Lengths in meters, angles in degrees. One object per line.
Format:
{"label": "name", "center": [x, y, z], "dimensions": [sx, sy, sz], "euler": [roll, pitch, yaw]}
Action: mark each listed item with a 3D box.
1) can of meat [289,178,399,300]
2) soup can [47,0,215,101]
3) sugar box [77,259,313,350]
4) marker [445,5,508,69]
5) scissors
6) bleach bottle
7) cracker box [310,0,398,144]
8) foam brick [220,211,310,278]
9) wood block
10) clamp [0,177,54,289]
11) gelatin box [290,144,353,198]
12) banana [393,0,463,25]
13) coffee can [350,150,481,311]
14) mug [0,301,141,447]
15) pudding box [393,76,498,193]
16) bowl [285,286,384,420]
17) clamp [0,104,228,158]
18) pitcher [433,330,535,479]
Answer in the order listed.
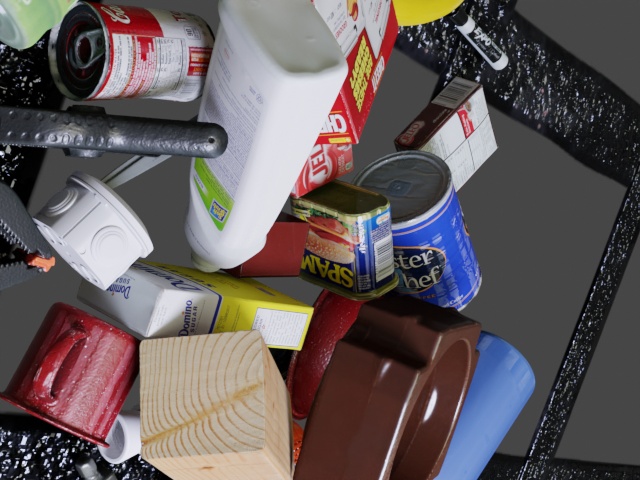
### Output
{"label": "can of meat", "center": [0.020, -0.003, 0.967], "dimensions": [0.057, 0.102, 0.084], "euler": [-28, 124, -38]}
{"label": "soup can", "center": [-0.132, -0.133, 0.762], "dimensions": [0.102, 0.069, 0.068], "euler": [-7, 112, -47]}
{"label": "sugar box", "center": [-0.097, 0.050, 0.865], "dimensions": [0.175, 0.093, 0.048], "euler": [15, 95, -51]}
{"label": "marker", "center": [0.158, -0.210, 1.091], "dimensions": [0.121, 0.020, 0.020], "euler": [31, 83, -50]}
{"label": "scissors", "center": [-0.085, -0.078, 0.858], "dimensions": [0.096, 0.016, 0.201], "euler": [47, 69, -19]}
{"label": "bleach bottle", "center": [-0.060, -0.065, 0.794], "dimensions": [0.067, 0.103, 0.251], "euler": [-15, 151, -31]}
{"label": "cracker box", "center": [-0.009, -0.205, 0.824], "dimensions": [0.164, 0.072, 0.213], "euler": [-69, 150, -43]}
{"label": "foam brick", "center": [-0.056, 0.001, 0.921], "dimensions": [0.078, 0.053, 0.051], "euler": [1, 106, -48]}
{"label": "wood block", "center": [-0.076, 0.145, 0.851], "dimensions": [0.206, 0.091, 0.090], "euler": [78, 8, -69]}
{"label": "clamp", "center": [-0.258, -0.021, 0.696], "dimensions": [0.209, 0.036, 0.164], "euler": [13, 98, -52]}
{"label": "gelatin box", "center": [-0.007, -0.091, 0.950], "dimensions": [0.073, 0.030, 0.089], "euler": [-28, 126, -36]}
{"label": "banana", "center": [0.081, -0.231, 0.980], "dimensions": [0.197, 0.037, 0.070], "euler": [-2, 110, -48]}
{"label": "coffee can", "center": [0.094, -0.003, 1.048], "dimensions": [0.102, 0.103, 0.140], "euler": [-47, 136, -24]}
{"label": "mug", "center": [-0.182, 0.095, 0.787], "dimensions": [0.117, 0.093, 0.081], "euler": [73, 42, -74]}
{"label": "pudding box", "center": [0.130, -0.098, 1.097], "dimensions": [0.113, 0.039, 0.090], "euler": [-45, 136, -23]}
{"label": "bowl", "center": [0.029, 0.107, 1.029], "dimensions": [0.161, 0.055, 0.162], "euler": [-48, 150, -42]}
{"label": "clamp", "center": [-0.162, -0.075, 0.747], "dimensions": [0.171, 0.120, 0.039], "euler": [5, 86, -23]}
{"label": "pitcher", "center": [0.129, 0.205, 1.169], "dimensions": [0.242, 0.145, 0.149], "euler": [-46, 178, -29]}
